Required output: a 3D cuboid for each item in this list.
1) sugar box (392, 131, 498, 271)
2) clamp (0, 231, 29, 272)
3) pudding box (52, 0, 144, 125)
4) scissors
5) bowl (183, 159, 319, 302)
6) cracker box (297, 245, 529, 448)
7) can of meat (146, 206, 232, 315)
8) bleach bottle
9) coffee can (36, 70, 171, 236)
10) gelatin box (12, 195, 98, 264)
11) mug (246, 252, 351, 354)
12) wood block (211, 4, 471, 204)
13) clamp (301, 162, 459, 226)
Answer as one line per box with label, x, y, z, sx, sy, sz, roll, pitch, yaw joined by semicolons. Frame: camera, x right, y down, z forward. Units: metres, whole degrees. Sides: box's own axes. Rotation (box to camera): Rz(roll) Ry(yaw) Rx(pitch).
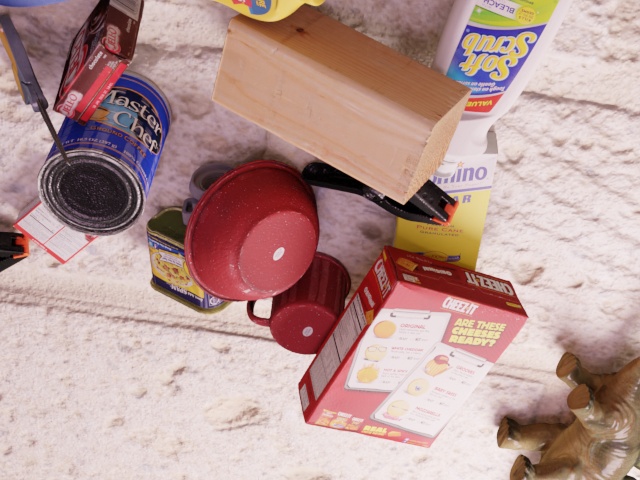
sugar box;0.126;-0.033;1.116;0.093;0.048;0.176;5;131;2
clamp;-0.432;0.020;1.191;0.210;0.036;0.164;-13;156;9
pudding box;-0.204;-0.174;0.987;0.039;0.113;0.090;30;126;-24
scissors;-0.266;-0.125;1.005;0.016;0.202;0.096;-21;156;-16
bowl;-0.057;0.001;1.101;0.161;0.055;0.162;-17;122;-29
cracker box;0.094;0.119;1.150;0.164;0.072;0.214;16;123;-24
can of meat;-0.141;0.021;1.161;0.102;0.057;0.084;24;134;29
bleach bottle;0.157;-0.165;0.971;0.102;0.068;0.251;18;123;-1
coffee can;-0.208;-0.087;1.042;0.103;0.140;0.103;3;130;3
gelatin box;-0.281;-0.024;1.174;0.089;0.030;0.073;-35;117;29
mug;-0.026;0.073;1.196;0.117;0.081;0.093;0;130;6
wood block;0.018;-0.132;0.965;0.206;0.090;0.090;30;130;14
clamp;0.051;-0.057;1.063;0.171;0.039;0.120;30;167;1
